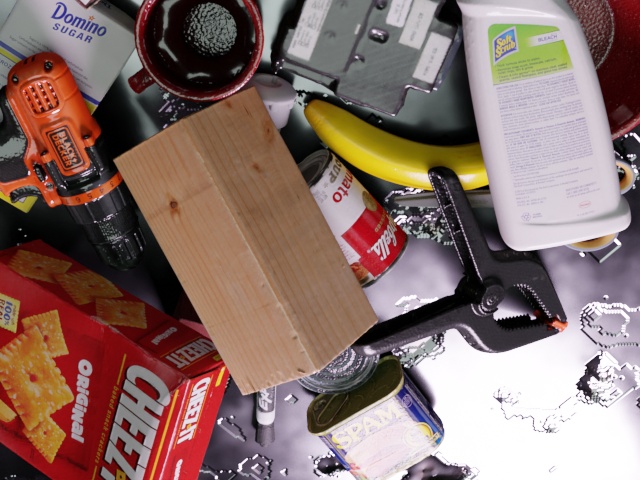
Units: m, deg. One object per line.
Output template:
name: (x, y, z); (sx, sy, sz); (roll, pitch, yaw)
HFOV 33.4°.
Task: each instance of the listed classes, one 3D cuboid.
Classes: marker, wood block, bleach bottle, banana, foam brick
marker: (-0.049, 0.138, 0.978); (0.020, 0.020, 0.121); (2, 115, -3)
wood block: (-0.056, 0.001, 0.815); (0.091, 0.090, 0.206); (-23, 98, 41)
bleach bottle: (0.160, -0.121, 0.778); (0.102, 0.068, 0.251); (-12, 113, 3)
banana: (0.083, -0.076, 0.874); (0.197, 0.037, 0.069); (2, 84, -6)
foam brick: (-0.101, 0.076, 0.914); (0.051, 0.078, 0.053); (18, 113, -9)

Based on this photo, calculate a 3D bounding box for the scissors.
scissors: (0.171, -0.020, 0.913); (0.202, 0.016, 0.096); (-15, 115, 5)

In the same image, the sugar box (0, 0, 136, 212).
sugar box: (-0.223, -0.118, 0.835); (0.093, 0.048, 0.176); (33, 107, -18)

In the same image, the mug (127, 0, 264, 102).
mug: (-0.095, -0.149, 0.799); (0.117, 0.081, 0.093); (-38, 102, 11)

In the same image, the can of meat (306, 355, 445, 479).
can of meat: (0.052, 0.168, 0.976); (0.102, 0.057, 0.084); (-32, 116, 13)

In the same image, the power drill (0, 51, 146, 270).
power drill: (-0.244, -0.033, 0.818); (0.187, 0.057, 0.184); (-21, 115, 0)

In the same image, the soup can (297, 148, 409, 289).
soup can: (0.015, -0.017, 0.880); (0.068, 0.068, 0.102); (-38, 111, 15)

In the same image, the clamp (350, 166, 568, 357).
clamp: (0.125, 0.051, 0.897); (0.209, 0.036, 0.164); (29, 93, -35)

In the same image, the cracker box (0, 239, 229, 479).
cracker box: (-0.192, 0.120, 0.881); (0.214, 0.072, 0.164); (28, 115, 22)

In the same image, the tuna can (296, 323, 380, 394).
tuna can: (0.010, 0.094, 0.951); (0.086, 0.034, 0.086); (-1, 115, -2)
